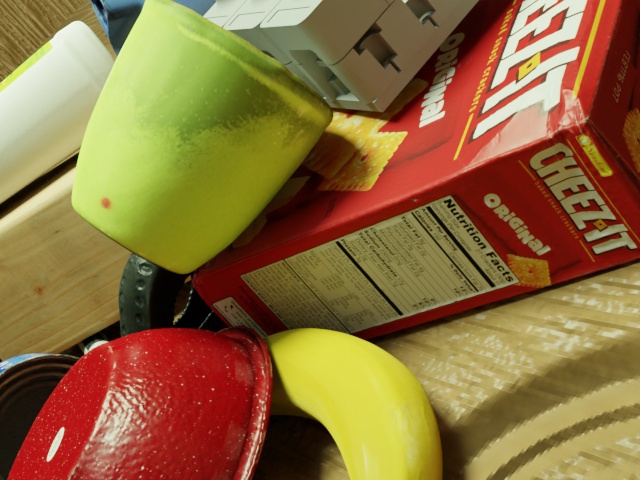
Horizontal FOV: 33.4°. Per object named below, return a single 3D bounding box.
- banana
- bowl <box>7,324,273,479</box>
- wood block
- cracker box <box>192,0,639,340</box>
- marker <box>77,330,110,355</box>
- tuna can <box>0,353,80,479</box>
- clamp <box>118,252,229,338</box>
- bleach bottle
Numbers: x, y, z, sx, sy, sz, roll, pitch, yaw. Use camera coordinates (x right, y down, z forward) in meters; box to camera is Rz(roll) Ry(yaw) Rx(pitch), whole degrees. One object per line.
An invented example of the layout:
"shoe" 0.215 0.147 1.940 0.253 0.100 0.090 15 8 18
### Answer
"banana" 0.001 0.068 0.417 0.069 0.037 0.198 -44 22 -4
"bowl" -0.089 0.096 0.448 0.162 0.055 0.162 -45 25 28
"wood block" -0.129 -0.011 0.676 0.206 0.090 0.090 -29 21 17
"cracker box" 0.056 -0.045 0.481 0.214 0.072 0.164 -22 31 40
"marker" -0.153 0.064 0.705 0.020 0.020 0.121 -46 23 -9
"tuna can" -0.139 0.099 0.532 0.086 0.086 0.034 -52 23 -22
"clamp" -0.054 0.001 0.573 0.039 0.120 0.171 15 87 46
"bleach bottle" -0.231 -0.039 0.680 0.251 0.068 0.103 -39 18 -4
